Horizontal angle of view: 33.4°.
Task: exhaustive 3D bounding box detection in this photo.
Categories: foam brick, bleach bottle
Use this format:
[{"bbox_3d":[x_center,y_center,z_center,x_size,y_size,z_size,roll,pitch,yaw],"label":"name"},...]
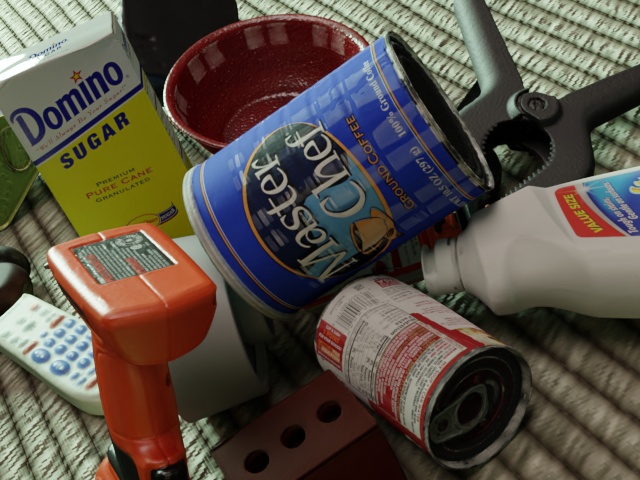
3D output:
[{"bbox_3d":[-0.005,0.115,0.545,0.078,0.051,0.053,-34,37,-10],"label":"foam brick"},{"bbox_3d":[0.176,0.002,0.546,0.251,0.068,0.102,-9,37,16],"label":"bleach bottle"}]

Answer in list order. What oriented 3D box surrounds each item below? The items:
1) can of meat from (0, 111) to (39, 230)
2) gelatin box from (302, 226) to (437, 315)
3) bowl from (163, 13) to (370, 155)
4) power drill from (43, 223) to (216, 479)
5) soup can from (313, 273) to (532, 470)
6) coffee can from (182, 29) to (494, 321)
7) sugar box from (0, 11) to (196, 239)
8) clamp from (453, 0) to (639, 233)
[{"bbox_3d":[-0.282,-0.070,0.914,0.102,0.057,0.084,-59,35,8],"label":"can of meat"},{"bbox_3d":[0.025,-0.002,0.653,0.089,0.030,0.073,-21,68,22],"label":"gelatin box"},{"bbox_3d":[-0.034,-0.103,0.809,0.162,0.055,0.162,-5,46,5],"label":"bowl"},{"bbox_3d":[-0.072,0.099,0.496,0.057,0.188,0.185,-15,26,-25],"label":"power drill"},{"bbox_3d":[0.051,0.065,0.559,0.068,0.068,0.102,-39,38,-16],"label":"soup can"},{"bbox_3d":[0.009,-0.034,0.591,0.140,0.102,0.103,-33,34,17],"label":"coffee can"},{"bbox_3d":[-0.144,-0.059,0.737,0.093,0.176,0.048,-24,36,3],"label":"sugar box"},{"bbox_3d":[0.144,-0.076,0.673,0.164,0.036,0.209,14,55,10],"label":"clamp"}]
